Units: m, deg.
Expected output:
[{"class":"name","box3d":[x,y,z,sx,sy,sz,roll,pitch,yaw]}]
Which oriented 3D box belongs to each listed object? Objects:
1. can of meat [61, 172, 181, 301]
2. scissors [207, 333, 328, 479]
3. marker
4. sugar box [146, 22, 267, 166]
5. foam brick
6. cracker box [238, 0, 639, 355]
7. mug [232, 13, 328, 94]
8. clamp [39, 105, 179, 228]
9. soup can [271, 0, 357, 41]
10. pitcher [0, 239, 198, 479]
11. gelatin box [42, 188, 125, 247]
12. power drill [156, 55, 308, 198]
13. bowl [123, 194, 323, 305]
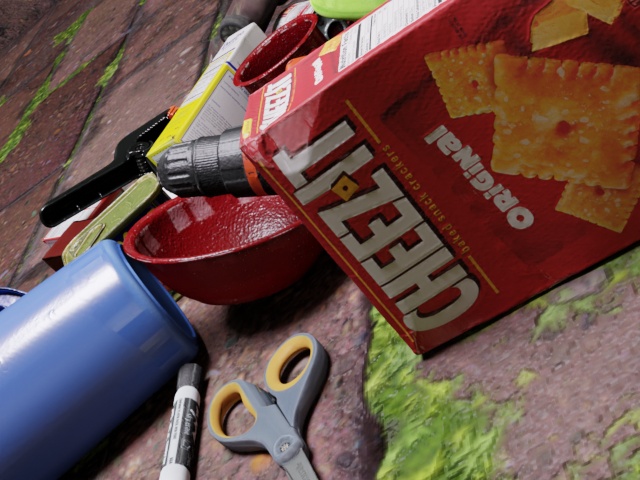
[{"class":"can of meat","box3d":[-0.146,0.010,0.880,0.102,0.084,0.057,-43,24,-2]},{"class":"scissors","box3d":[-0.007,0.103,0.604,0.096,0.016,0.202,-48,25,-14]},{"class":"marker","box3d":[-0.089,0.120,0.692,0.020,0.020,0.121,-33,26,18]},{"class":"sugar box","box3d":[-0.077,-0.107,0.962,0.048,0.093,0.176,-23,30,40]},{"class":"foam brick","box3d":[-0.217,0.013,1.019,0.078,0.053,0.051,-8,40,52]},{"class":"cracker box","box3d":[0.091,-0.056,0.544,0.214,0.164,0.072,-31,24,21]},{"class":"mug","box3d":[-0.009,-0.138,0.925,0.117,0.081,0.093,-3,44,54]},{"class":"clamp","box3d":[-0.193,-0.079,1.115,0.165,0.036,0.210,-9,32,15]},{"class":"soup can","box3d":[0.000,-0.196,1.020,0.068,0.068,0.102,-46,22,-10]},{"class":"pitcher","box3d":[-0.217,0.104,0.768,0.243,0.149,0.145,-39,12,-1]},{"class":"gelatin box","box3d":[-0.250,-0.021,1.151,0.089,0.030,0.073,-8,42,50]},{"class":"power drill","box3d":[-0.012,-0.087,0.791,0.185,0.057,0.187,-5,26,17]},{"class":"bowl","box3d":[-0.055,0.001,0.759,0.162,0.055,0.162,-14,21,5]}]
